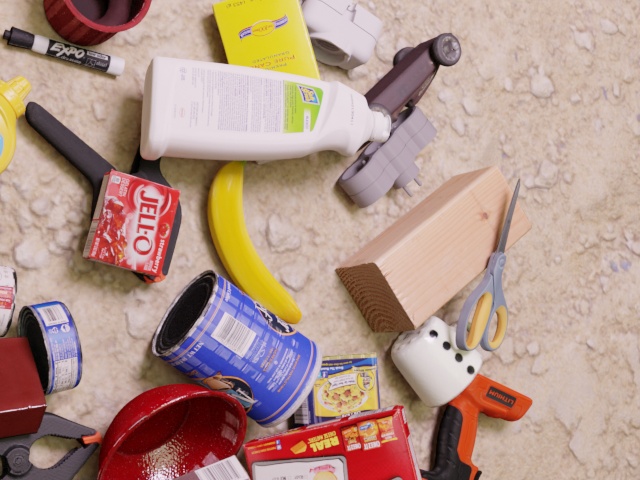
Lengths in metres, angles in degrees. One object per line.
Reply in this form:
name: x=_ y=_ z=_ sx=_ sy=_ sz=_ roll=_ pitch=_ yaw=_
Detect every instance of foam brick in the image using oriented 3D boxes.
foam brick: x=-0.287 y=0.134 z=0.969 sx=0.051 sy=0.053 sz=0.078 roll=-6 pitch=55 yaw=-30

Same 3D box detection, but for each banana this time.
banana: x=-0.076 y=0.003 z=1.122 sx=0.069 sy=0.037 sz=0.198 roll=-15 pitch=99 yaw=-1

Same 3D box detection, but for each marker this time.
marker: x=-0.255 y=-0.188 z=1.061 sx=0.120 sy=0.020 sz=0.020 roll=13 pitch=78 yaw=-28

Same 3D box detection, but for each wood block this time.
wood block: x=0.132 y=0.010 z=1.219 sx=0.205 sy=0.090 sz=0.091 roll=-37 pitch=102 yaw=-28

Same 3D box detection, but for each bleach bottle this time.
bleach bottle: x=-0.051 y=-0.120 z=1.075 sx=0.250 sy=0.068 sz=0.102 roll=5 pitch=78 yaw=-17

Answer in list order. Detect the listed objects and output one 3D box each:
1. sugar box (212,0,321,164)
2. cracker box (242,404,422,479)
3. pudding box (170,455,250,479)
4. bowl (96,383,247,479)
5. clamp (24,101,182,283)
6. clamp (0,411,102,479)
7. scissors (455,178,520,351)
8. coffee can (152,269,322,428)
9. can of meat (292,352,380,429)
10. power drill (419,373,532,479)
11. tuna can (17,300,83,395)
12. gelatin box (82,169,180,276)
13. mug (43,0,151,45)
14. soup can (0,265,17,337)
sugar box: x=-0.048 y=-0.177 z=1.143 sx=0.093 sy=0.048 sz=0.176 roll=-16 pitch=90 yaw=1
cracker box: x=0.029 y=0.285 z=1.059 sx=0.164 sy=0.072 sz=0.214 roll=-15 pitch=84 yaw=8
pudding box: x=-0.127 y=0.270 z=1.046 sx=0.113 sy=0.039 sz=0.090 roll=-14 pitch=133 yaw=-29
bowl: x=-0.153 y=0.192 z=1.029 sx=0.161 sy=0.055 sz=0.162 roll=-24 pitch=137 yaw=-24
clamp: x=-0.202 y=-0.058 z=1.066 sx=0.164 sy=0.036 sz=0.210 roll=-9 pitch=89 yaw=-31
clamp: x=-0.291 y=0.197 z=0.987 sx=0.171 sy=0.039 sz=0.120 roll=-23 pitch=98 yaw=-30
scissors: x=0.205 y=0.039 z=1.204 sx=0.096 sy=0.016 sz=0.201 roll=43 pitch=68 yaw=-45
coffee can: x=-0.083 y=0.110 z=1.077 sx=0.140 sy=0.103 sz=0.102 roll=37 pitch=68 yaw=-21
can of meat: x=0.016 y=0.166 z=1.155 sx=0.101 sy=0.058 sz=0.084 roll=0 pitch=83 yaw=-30
power drill: x=0.183 y=0.259 z=1.239 sx=0.184 sy=0.057 sz=0.187 roll=28 pitch=71 yaw=-24
tuna can: x=-0.252 y=0.100 z=0.992 sx=0.033 sy=0.086 sz=0.086 roll=-10 pitch=90 yaw=-32
gelatin box: x=-0.182 y=-0.016 z=1.035 sx=0.073 sy=0.030 sz=0.089 roll=17 pitch=82 yaw=-24
mug: x=-0.215 y=-0.247 z=1.054 sx=0.117 sy=0.082 sz=0.093 roll=-42 pitch=105 yaw=-26
soup can: x=-0.332 y=0.050 z=0.961 sx=0.102 sy=0.069 sz=0.068 roll=10 pitch=79 yaw=-29
